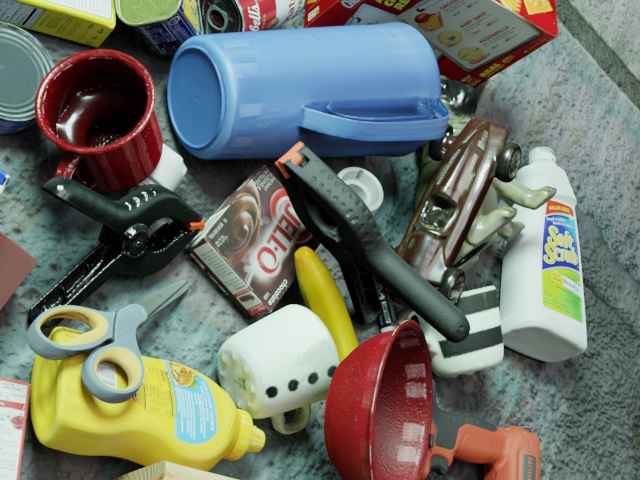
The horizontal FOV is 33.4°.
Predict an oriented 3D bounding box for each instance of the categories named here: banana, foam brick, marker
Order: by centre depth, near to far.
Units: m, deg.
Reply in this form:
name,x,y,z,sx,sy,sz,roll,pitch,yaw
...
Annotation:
name,x,y,z,sx,sy,sz,roll,pitch,yaw
foam brick,-0.253,0.034,0.767,0.053,0.051,0.078,42,50,-17
banana,0.016,0.100,0.950,0.069,0.037,0.198,-3,78,-85
marker,0.057,0.042,1.042,0.020,0.020,0.121,0,72,-40

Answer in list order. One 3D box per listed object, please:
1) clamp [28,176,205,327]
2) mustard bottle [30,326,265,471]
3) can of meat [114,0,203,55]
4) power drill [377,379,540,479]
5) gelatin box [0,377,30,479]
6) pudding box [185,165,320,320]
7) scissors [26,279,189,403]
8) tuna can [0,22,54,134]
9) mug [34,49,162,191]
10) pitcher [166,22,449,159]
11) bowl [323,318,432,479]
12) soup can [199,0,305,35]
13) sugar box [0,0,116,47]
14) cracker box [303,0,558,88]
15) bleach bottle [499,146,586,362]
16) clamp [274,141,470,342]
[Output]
name,x,y,z,sx,sy,sz,roll,pitch,yaw
clamp,-0.158,-0.011,0.839,0.039,0.120,0.171,30,36,25
mustard bottle,-0.124,0.133,0.819,0.191,0.058,0.096,22,30,-32
can of meat,-0.142,-0.223,0.940,0.084,0.057,0.102,48,33,-76
power drill,0.121,0.214,0.993,0.187,0.057,0.184,28,55,-28
gelatin box,-0.246,0.136,0.743,0.073,0.030,0.089,17,61,-32
pudding box,-0.056,0.001,0.952,0.090,0.039,0.113,49,49,-14
scissors,-0.136,0.074,0.814,0.096,0.016,0.201,48,25,19
tuna can,-0.255,-0.128,0.847,0.086,0.034,0.086,17,61,-34
mug,-0.175,-0.081,0.844,0.093,0.081,0.117,18,68,10
pitcher,-0.009,-0.132,0.983,0.242,0.149,0.145,-9,78,-38
bowl,0.045,0.144,0.880,0.162,0.055,0.162,2,90,-67
soup can,-0.069,-0.229,1.023,0.102,0.069,0.068,-37,97,-43
sugar box,-0.257,-0.228,0.882,0.175,0.048,0.093,10,64,-34
cracker box,0.115,-0.242,1.115,0.213,0.164,0.072,21,58,-32
bleach bottle,0.243,0.003,1.186,0.102,0.068,0.251,25,55,-31
clamp,0.037,0.007,0.919,0.036,0.165,0.210,-44,117,-20
